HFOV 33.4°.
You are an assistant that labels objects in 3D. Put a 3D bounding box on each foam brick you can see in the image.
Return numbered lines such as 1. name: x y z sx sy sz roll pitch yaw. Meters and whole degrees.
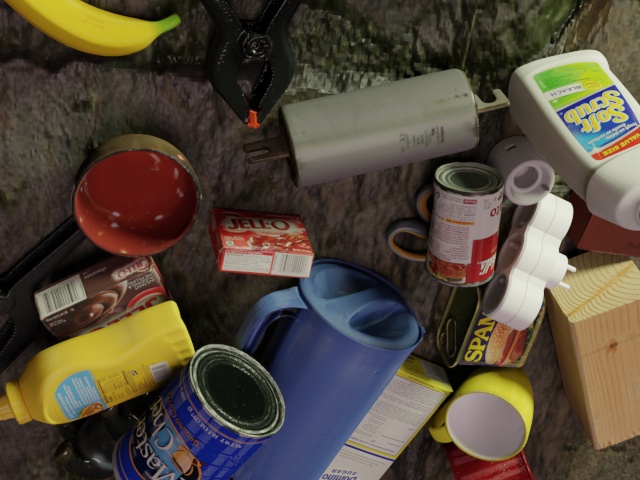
1. foam brick: 0.292 -0.021 1.083 0.078 0.051 0.053 8 121 -18

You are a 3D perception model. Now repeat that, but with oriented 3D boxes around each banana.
1. banana: -0.212 -0.201 0.857 0.197 0.037 0.069 28 95 -29

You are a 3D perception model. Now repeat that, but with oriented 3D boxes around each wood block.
1. wood block: 0.307 0.116 1.145 0.091 0.090 0.206 -20 129 1

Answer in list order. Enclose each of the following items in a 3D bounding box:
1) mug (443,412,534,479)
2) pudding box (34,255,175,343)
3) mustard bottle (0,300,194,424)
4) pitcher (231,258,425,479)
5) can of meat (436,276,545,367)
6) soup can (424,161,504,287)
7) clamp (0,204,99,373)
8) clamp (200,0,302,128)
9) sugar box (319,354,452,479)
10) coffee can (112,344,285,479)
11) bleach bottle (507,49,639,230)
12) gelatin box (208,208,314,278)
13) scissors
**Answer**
1. mug: 0.194 0.261 1.208 0.081 0.117 0.093 -21 165 6
2. pudding box: -0.199 0.061 1.004 0.113 0.039 0.090 -23 144 -3
3. mustard bottle: -0.213 0.124 0.990 0.191 0.058 0.096 -21 148 -10
4. pitcher: -0.017 0.146 1.072 0.149 0.144 0.243 33 118 8
5. can of meat: 0.180 0.085 1.122 0.083 0.057 0.102 5 120 -19
6. soup can: 0.137 -0.016 1.019 0.068 0.068 0.102 -5 121 -11
7. clamp: -0.309 0.044 0.983 0.164 0.036 0.210 9 122 -29
8. clamp: -0.067 -0.177 0.902 0.120 0.039 0.172 4 121 -15
9. sugar box: 0.056 0.199 1.172 0.093 0.048 0.176 25 117 -26
10. coffee can: -0.114 0.179 0.986 0.102 0.103 0.140 26 122 -27
11. bleach bottle: 0.247 -0.081 0.912 0.102 0.251 0.068 -12 124 -6
12. gelatin box: -0.057 0.001 0.999 0.089 0.073 0.030 5 120 -16
13. scissors: 0.165 -0.009 1.081 0.201 0.016 0.096 4 121 -17
